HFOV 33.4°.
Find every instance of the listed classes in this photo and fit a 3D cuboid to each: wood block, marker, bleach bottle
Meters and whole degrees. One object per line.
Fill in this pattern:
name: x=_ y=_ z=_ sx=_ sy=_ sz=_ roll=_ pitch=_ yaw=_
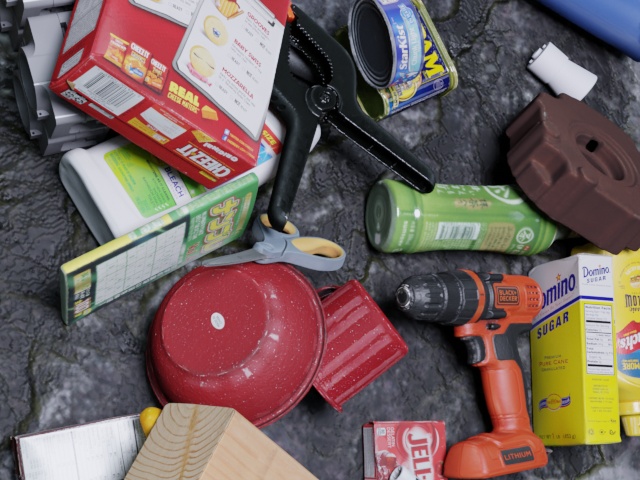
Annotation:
wood block: x=-0.048 y=0.223 z=0.844 sx=0.206 sy=0.090 sz=0.090 roll=46 pitch=57 yaw=-30
marker: x=0.112 y=0.242 z=0.950 sx=0.121 sy=0.020 sz=0.020 roll=39 pitch=69 yaw=-13
bleach bottle: x=-0.097 y=-0.082 z=0.946 sx=0.250 sy=0.068 sz=0.102 roll=-31 pitch=89 yaw=-26

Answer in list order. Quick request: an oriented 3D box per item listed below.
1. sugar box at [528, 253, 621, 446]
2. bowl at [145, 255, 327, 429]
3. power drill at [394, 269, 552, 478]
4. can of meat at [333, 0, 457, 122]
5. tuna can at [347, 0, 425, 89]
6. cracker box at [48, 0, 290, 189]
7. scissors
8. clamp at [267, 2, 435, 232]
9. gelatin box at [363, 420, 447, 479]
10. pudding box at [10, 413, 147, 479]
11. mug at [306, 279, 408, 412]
sugar box: x=0.240 y=0.106 z=1.018 sx=0.048 sy=0.093 sz=0.176 roll=2 pitch=78 yaw=-21
bowl: x=-0.078 y=0.075 z=0.878 sx=0.162 sy=0.055 sz=0.162 roll=-6 pitch=65 yaw=13
power drill: x=0.144 y=0.119 z=0.975 sx=0.184 sy=0.057 sz=0.187 roll=3 pitch=81 yaw=-40
can of meat: x=0.070 y=-0.174 z=1.030 sx=0.083 sy=0.058 sz=0.102 roll=-25 pitch=88 yaw=-20
tuna can: x=0.058 y=-0.180 z=0.952 sx=0.033 sy=0.086 sz=0.086 roll=-18 pitch=86 yaw=-20
cracker box: x=-0.114 y=-0.174 z=0.865 sx=0.164 sy=0.072 sz=0.213 roll=32 pitch=53 yaw=-34
scissors: x=-0.056 y=0.001 z=0.902 sx=0.201 sy=0.096 sz=0.016 roll=4 pitch=115 yaw=-51
clamp: x=-0.008 y=-0.111 z=0.938 sx=0.164 sy=0.036 sz=0.210 roll=-22 pitch=81 yaw=-28
gelatin box: x=0.078 y=0.209 z=0.969 sx=0.073 sy=0.030 sz=0.089 roll=3 pitch=79 yaw=-21
pudding box: x=-0.189 y=0.193 z=0.869 sx=0.113 sy=0.039 sz=0.090 roll=-7 pitch=80 yaw=-24
mug: x=0.017 y=0.082 z=0.935 sx=0.081 sy=0.117 sz=0.093 roll=-38 pitch=129 yaw=2
